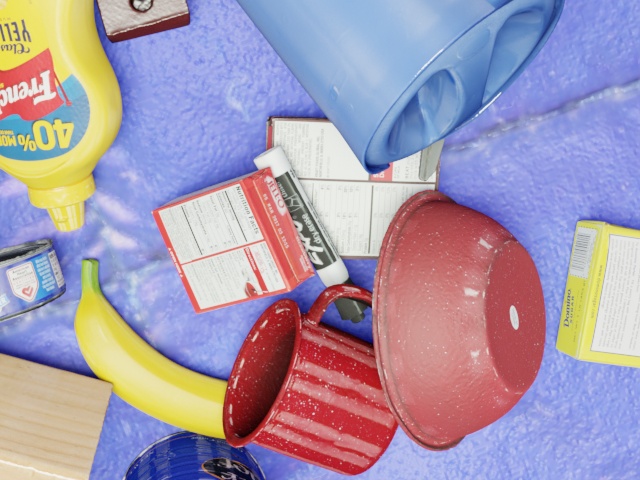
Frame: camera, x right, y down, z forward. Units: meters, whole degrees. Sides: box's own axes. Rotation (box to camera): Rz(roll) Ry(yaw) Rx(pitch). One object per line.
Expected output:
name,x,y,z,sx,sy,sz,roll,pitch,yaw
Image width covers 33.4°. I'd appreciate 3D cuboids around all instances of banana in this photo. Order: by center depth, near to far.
banana,-0.082,0.088,0.686,0.197,0.037,0.069,31,90,-10

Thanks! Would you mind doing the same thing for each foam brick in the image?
foam brick,-0.115,-0.165,0.649,0.053,0.051,0.078,-17,98,-6

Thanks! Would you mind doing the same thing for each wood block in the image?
wood block,-0.238,0.116,0.627,0.206,0.090,0.091,17,119,-10

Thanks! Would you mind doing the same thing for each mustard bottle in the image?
mustard bottle,-0.168,-0.095,0.630,0.096,0.058,0.191,-1,115,14

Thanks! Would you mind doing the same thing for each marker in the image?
marker,-0.004,-0.002,0.660,0.020,0.020,0.121,-30,101,-4

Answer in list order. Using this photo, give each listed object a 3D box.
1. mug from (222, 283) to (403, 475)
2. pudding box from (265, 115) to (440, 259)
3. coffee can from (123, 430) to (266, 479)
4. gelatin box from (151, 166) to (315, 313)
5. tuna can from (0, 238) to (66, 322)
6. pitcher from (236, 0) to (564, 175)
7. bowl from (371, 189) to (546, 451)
mug,0.003,0.082,0.643,0.081,0.093,0.117,24,97,-21
pudding box,0.020,-0.033,0.688,0.113,0.039,0.090,2,98,-6
coffee can,-0.074,0.183,0.644,0.102,0.140,0.103,-1,96,-8
gelatin box,-0.054,0.001,0.659,0.030,0.089,0.073,-33,103,-48
tuna can,-0.197,0.028,0.639,0.086,0.086,0.034,-17,99,-6
pitcher,0.007,-0.169,0.562,0.149,0.144,0.243,-42,75,11
bowl,0.094,0.047,0.647,0.055,0.161,0.162,-5,98,34
